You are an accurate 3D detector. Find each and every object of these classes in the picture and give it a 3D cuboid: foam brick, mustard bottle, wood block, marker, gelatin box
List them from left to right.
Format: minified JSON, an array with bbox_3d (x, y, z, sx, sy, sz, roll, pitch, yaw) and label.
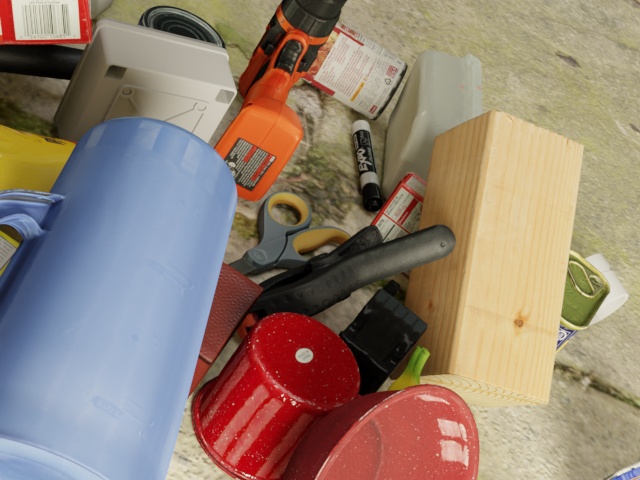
[{"bbox_3d":[-0.170,-0.043,0.754,0.191,0.058,0.096,8,9,-45],"label":"mustard bottle"},{"bbox_3d":[-0.085,0.056,0.722,0.053,0.051,0.078,35,46,1],"label":"foam brick"},{"bbox_3d":[0.044,-0.070,1.004,0.020,0.020,0.121,18,39,-22],"label":"marker"},{"bbox_3d":[0.090,-0.004,0.919,0.089,0.073,0.030,37,35,5],"label":"gelatin box"},{"bbox_3d":[0.131,0.017,0.828,0.090,0.090,0.206,19,73,-22],"label":"wood block"}]

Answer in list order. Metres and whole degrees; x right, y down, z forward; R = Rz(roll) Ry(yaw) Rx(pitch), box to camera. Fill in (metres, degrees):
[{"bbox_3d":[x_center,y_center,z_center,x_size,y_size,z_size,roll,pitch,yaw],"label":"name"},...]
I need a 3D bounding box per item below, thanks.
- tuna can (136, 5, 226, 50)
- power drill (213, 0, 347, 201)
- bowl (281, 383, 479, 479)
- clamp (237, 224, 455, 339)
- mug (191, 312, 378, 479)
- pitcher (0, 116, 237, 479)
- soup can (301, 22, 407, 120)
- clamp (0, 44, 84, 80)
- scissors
[{"bbox_3d":[-0.130,-0.177,0.978,0.086,0.034,0.086,21,38,-18],"label":"tuna can"},{"bbox_3d":[-0.031,-0.138,0.901,0.057,0.185,0.187,26,46,-10],"label":"power drill"},{"bbox_3d":[0.026,0.154,0.652,0.161,0.162,0.055,-7,21,-43],"label":"bowl"},{"bbox_3d":[0.016,0.026,0.794,0.171,0.120,0.039,-30,98,-32],"label":"clamp"},{"bbox_3d":[-0.016,0.107,0.701,0.117,0.082,0.093,29,36,-8],"label":"mug"},{"bbox_3d":[-0.132,0.040,0.596,0.145,0.149,0.242,11,50,3],"label":"pitcher"},{"bbox_3d":[0.028,-0.174,1.070,0.102,0.069,0.068,30,36,-7],"label":"soup can"},{"bbox_3d":[-0.290,-0.161,0.831,0.165,0.036,0.209,41,39,26],"label":"clamp"},{"bbox_3d":[-0.056,0.001,0.849,0.201,0.016,0.096,-6,50,-42],"label":"scissors"}]
